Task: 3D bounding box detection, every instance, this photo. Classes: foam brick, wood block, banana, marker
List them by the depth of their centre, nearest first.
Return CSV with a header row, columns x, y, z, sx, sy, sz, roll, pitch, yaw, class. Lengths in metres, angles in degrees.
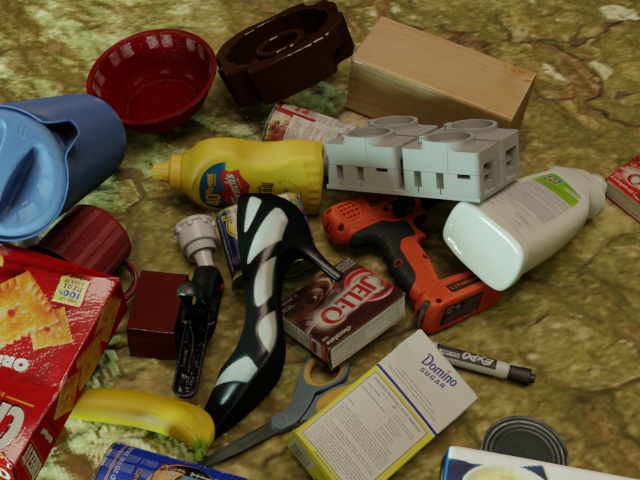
x,y,z,sx,sy,sz,roll,pitch,yaw,class
-0.174,0.168,1.031,0.198,0.069,0.037,9,94,29,banana
-0.168,0.078,1.112,0.051,0.053,0.078,7,53,2,foam brick
0.164,0.128,1.113,0.121,0.020,0.020,15,53,8,marker
0.145,-0.183,1.307,0.206,0.090,0.090,23,55,13,wood block

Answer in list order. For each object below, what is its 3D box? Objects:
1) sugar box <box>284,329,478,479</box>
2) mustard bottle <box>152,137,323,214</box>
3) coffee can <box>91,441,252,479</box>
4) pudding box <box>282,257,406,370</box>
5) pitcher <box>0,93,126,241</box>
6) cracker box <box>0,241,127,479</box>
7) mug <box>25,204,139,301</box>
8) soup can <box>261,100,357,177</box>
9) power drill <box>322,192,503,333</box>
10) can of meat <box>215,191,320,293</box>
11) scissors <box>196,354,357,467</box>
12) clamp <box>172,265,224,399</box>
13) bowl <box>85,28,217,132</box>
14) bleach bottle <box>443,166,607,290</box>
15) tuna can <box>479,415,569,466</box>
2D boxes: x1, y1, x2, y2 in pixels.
x,y,z,sx,sy,sz,roll,pitch,yaw,class
0.061,0.175,1.044,0.176,0.048,0.093,-34,80,-29,sugar box
-0.093,-0.074,1.205,0.191,0.096,0.058,3,53,-1,mustard bottle
-0.130,0.247,0.952,0.140,0.103,0.102,14,53,7,coffee can
0.021,0.075,1.121,0.113,0.039,0.090,-36,46,-26,pudding box
-0.299,-0.085,1.128,0.149,0.145,0.242,12,14,4,pitcher
-0.306,0.110,1.021,0.164,0.072,0.213,17,56,11,cracker box
-0.245,0.022,1.133,0.117,0.093,0.081,34,51,1,mug
-0.010,-0.117,1.261,0.102,0.068,0.068,21,54,12,soup can
0.121,0.003,1.186,0.184,0.057,0.188,-24,56,-22,power drill
-0.058,0.001,1.163,0.102,0.057,0.084,-13,68,-12,can of meat
-0.039,0.166,1.075,0.201,0.016,0.096,-12,52,-13,scissors
-0.122,0.066,1.076,0.039,0.120,0.171,10,28,-3,clamp
-0.200,-0.184,1.300,0.162,0.055,0.162,-5,52,6,bowl
0.248,-0.027,1.178,0.250,0.068,0.103,-21,56,-43,bleach bottle
0.196,0.216,1.038,0.086,0.034,0.086,1,52,-2,tuna can
